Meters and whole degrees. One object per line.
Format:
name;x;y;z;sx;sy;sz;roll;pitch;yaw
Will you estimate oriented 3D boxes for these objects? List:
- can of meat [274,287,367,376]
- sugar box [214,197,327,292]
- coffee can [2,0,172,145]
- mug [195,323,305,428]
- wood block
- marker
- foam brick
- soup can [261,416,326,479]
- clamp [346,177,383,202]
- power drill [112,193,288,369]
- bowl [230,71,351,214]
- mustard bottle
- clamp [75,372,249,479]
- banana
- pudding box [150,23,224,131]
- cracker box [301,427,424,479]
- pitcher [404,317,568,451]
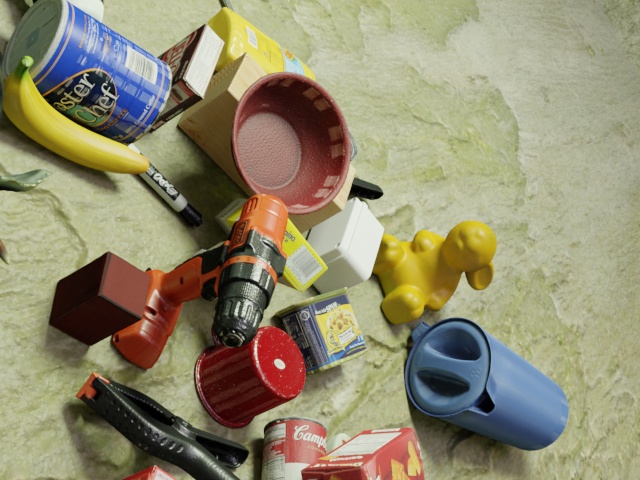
can of meat;0.004;0.109;1.260;0.101;0.058;0.084;-13;79;-55
sugar box;-0.058;0.001;1.169;0.093;0.048;0.176;52;-8;-14
coffee can;-0.239;-0.174;1.097;0.140;0.103;0.103;29;45;-39
mug;-0.075;0.129;1.115;0.093;0.082;0.117;-12;76;-56
wood block;-0.062;-0.113;1.303;0.206;0.091;0.090;45;36;-22
marker;-0.174;-0.059;1.176;0.121;0.020;0.020;47;36;-21
foam brick;-0.206;0.055;0.996;0.051;0.078;0.053;35;43;-35
soup can;-0.027;0.243;1.108;0.068;0.069;0.102;32;44;-37
clamp;0.020;-0.066;1.426;0.171;0.039;0.120;33;36;-27
power drill;-0.114;0.055;1.020;0.057;0.188;0.184;46;35;-25
bowl;-0.044;-0.106;1.207;0.161;0.055;0.162;4;82;-35
mustard bottle;-0.063;-0.217;1.377;0.191;0.058;0.096;29;36;-38
clamp;-0.128;0.190;0.982;0.209;0.036;0.165;36;0;-25
banana;-0.254;-0.111;1.062;0.197;0.070;0.037;42;50;-50
pudding box;-0.163;-0.187;1.221;0.039;0.090;0.113;41;38;-29
cracker box;0.056;0.293;1.102;0.213;0.072;0.164;-2;83;-72
pitcher;0.228;0.198;1.448;0.242;0.145;0.149;31;55;-43
